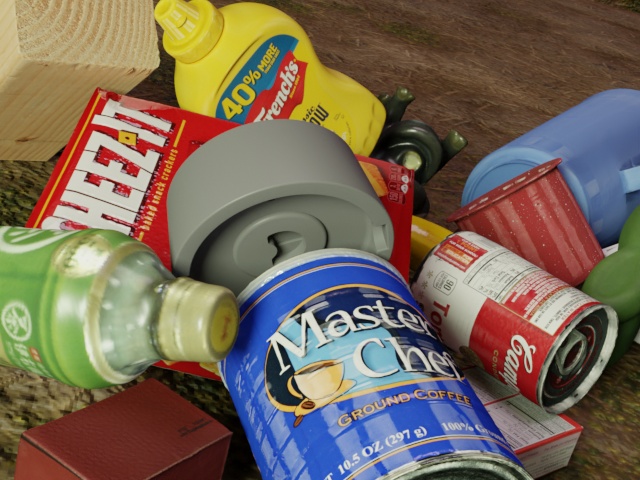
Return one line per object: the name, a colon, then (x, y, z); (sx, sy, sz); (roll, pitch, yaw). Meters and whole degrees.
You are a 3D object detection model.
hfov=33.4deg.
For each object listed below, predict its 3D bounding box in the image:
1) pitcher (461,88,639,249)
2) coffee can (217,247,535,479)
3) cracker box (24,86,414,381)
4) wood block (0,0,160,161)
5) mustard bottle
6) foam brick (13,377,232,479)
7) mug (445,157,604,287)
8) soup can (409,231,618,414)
pitcher: (0.228, -0.050, 0.904); (0.145, 0.149, 0.242); (38, 33, 20)
coffee can: (0.020, 0.084, 0.475); (0.102, 0.103, 0.140); (4, 32, -25)
cracker box: (-0.054, 0.001, 0.631); (0.213, 0.072, 0.164); (14, 41, -3)
wood block: (-0.196, -0.125, 0.727); (0.090, 0.090, 0.207); (-1, -12, -34)
mustard bottle: (-0.040, -0.101, 0.711); (0.191, 0.096, 0.058); (36, 4, -44)
foam brick: (-0.084, 0.102, 0.455); (0.053, 0.051, 0.078); (29, 26, 28)
mug: (0.142, 0.002, 0.773); (0.093, 0.117, 0.081); (-31, 93, -45)
soup can: (0.108, 0.044, 0.613); (0.068, 0.068, 0.102); (-8, 31, -44)
